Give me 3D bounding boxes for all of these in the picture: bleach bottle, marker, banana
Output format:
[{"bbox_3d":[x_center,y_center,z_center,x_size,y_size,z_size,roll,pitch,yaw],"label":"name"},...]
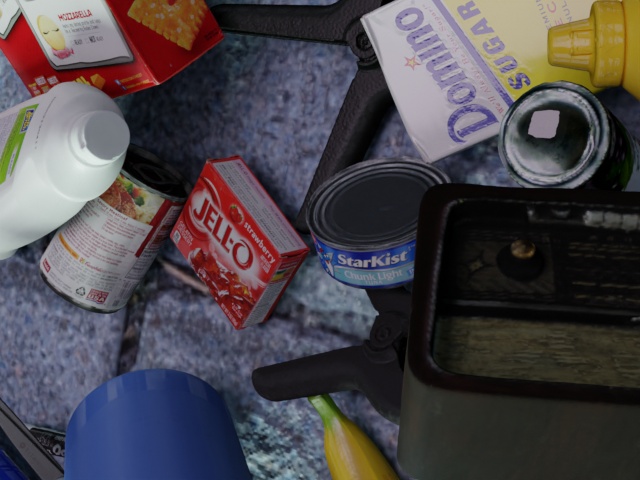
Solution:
[{"bbox_3d":[-0.189,-0.044,0.706,0.251,0.068,0.102,-6,69,58],"label":"bleach bottle"},{"bbox_3d":[-0.176,0.151,0.776,0.121,0.020,0.020,4,89,32],"label":"marker"},{"bbox_3d":[0.040,0.171,0.597,0.037,0.069,0.198,-40,45,8],"label":"banana"}]

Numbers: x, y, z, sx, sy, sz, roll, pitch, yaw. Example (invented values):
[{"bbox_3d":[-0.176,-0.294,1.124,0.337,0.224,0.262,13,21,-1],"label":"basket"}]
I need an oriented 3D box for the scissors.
[{"bbox_3d":[-0.156,0.171,0.740,0.096,0.016,0.202,-29,73,0],"label":"scissors"}]

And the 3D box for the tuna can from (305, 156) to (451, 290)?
[{"bbox_3d":[0.037,-0.011,0.616,0.086,0.086,0.034,10,134,32],"label":"tuna can"}]

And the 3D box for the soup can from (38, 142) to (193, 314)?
[{"bbox_3d":[-0.142,-0.008,0.736,0.069,0.068,0.102,43,109,27],"label":"soup can"}]

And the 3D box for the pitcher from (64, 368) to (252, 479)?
[{"bbox_3d":[-0.087,0.195,0.610,0.149,0.145,0.243,-39,34,11],"label":"pitcher"}]

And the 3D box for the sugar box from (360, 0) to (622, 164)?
[{"bbox_3d":[0.119,-0.116,0.573,0.176,0.048,0.093,-23,91,21],"label":"sugar box"}]

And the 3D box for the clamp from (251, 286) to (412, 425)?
[{"bbox_3d":[0.034,0.066,0.602,0.172,0.039,0.120,31,88,49],"label":"clamp"}]

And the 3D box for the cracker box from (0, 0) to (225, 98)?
[{"bbox_3d":[-0.176,-0.193,0.684,0.164,0.072,0.213,-4,122,52],"label":"cracker box"}]

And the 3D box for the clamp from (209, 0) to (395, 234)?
[{"bbox_3d":[0.025,-0.125,0.654,0.210,0.036,0.164,-37,78,24],"label":"clamp"}]

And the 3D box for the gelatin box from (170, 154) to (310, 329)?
[{"bbox_3d":[-0.055,0.001,0.691,0.089,0.030,0.073,52,132,23],"label":"gelatin box"}]
